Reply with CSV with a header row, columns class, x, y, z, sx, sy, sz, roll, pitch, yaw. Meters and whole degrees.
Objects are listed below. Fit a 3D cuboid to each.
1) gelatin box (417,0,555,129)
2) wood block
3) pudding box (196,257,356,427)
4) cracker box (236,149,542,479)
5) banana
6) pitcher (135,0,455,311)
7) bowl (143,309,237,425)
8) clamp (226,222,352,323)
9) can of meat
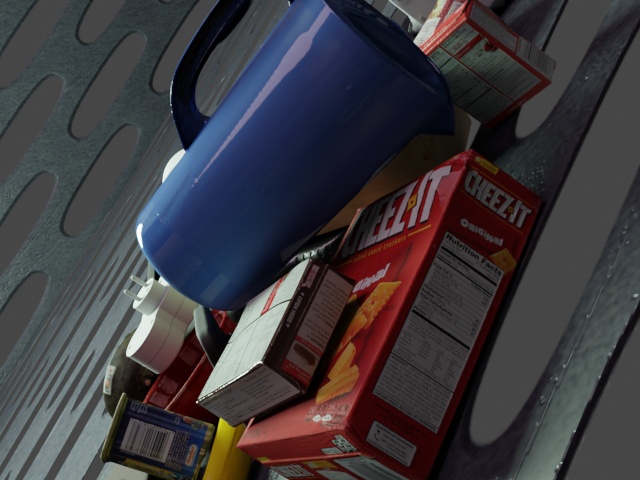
class,x,y,z,sx,sy,sz,roll,pitch,yaw
gelatin box,0.124,-0.136,0.827,0.073,0.089,0.030,-39,23,48
wood block,0.012,-0.073,0.913,0.206,0.090,0.090,-19,35,33
pudding box,-0.031,0.070,0.716,0.114,0.039,0.090,-39,22,56
cracker box,0.043,0.058,0.724,0.164,0.072,0.213,-26,33,61
banana,-0.079,0.191,0.897,0.197,0.037,0.070,-78,8,-55
pitcher,-0.035,-0.071,0.785,0.243,0.144,0.149,-48,51,20
bowl,-0.119,0.142,1.056,0.162,0.055,0.162,-51,13,15
clamp,-0.011,0.003,0.970,0.171,0.039,0.120,-29,29,13
can of meat,-0.142,0.177,0.931,0.102,0.084,0.057,123,166,-72
